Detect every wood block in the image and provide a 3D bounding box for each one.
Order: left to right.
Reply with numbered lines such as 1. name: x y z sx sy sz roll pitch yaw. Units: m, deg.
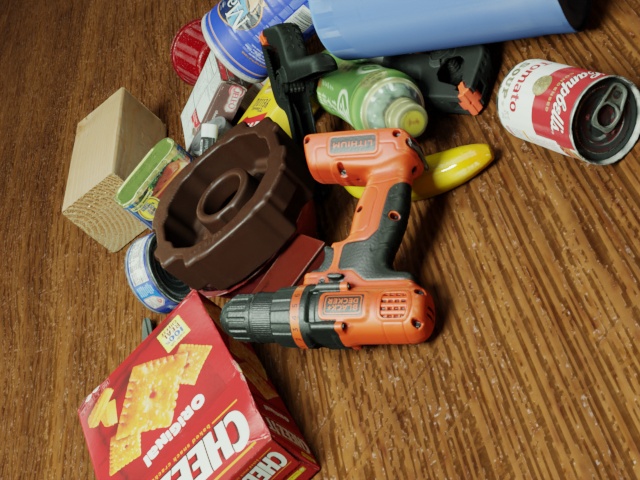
1. wood block: -0.261 -0.094 1.379 0.091 0.090 0.206 -36 32 20

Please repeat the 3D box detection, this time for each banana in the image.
1. banana: 0.072 -0.064 0.975 0.198 0.037 0.069 10 63 55

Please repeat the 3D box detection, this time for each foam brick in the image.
1. foam brick: -0.015 0.041 0.955 0.078 0.051 0.053 -53 30 -8

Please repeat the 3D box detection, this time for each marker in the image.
1. marker: -0.130 -0.071 1.206 0.020 0.020 0.121 3 87 53

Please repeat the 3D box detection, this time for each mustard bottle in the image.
1. mustard bottle: -0.068 -0.110 1.184 0.191 0.058 0.096 -56 30 -12

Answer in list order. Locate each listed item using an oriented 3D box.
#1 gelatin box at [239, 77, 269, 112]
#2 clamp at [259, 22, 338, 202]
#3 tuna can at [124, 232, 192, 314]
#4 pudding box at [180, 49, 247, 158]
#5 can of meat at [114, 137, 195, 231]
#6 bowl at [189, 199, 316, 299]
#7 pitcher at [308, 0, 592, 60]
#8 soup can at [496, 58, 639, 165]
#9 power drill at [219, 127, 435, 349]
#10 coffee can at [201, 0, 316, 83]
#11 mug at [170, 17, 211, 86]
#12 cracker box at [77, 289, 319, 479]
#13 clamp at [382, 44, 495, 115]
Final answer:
1. gelatin box: -0.077 -0.204 1.326 0.089 0.030 0.073 -49 29 2
2. clamp: -0.025 -0.150 1.089 0.036 0.165 0.210 -8 35 -15
3. tuna can: -0.162 0.032 1.118 0.034 0.086 0.086 -24 39 33
4. pudding box: -0.131 -0.167 1.302 0.114 0.039 0.090 -58 28 29
5. can of meat: -0.174 -0.056 1.232 0.102 0.083 0.058 -52 31 -6
6. bowl: -0.057 0.001 1.048 0.162 0.055 0.162 -32 34 25
7. pitcher: 0.120 -0.237 0.976 0.243 0.149 0.145 -5 58 31
8. soup can: 0.193 -0.103 0.837 0.068 0.068 0.102 -50 30 -3
9. power drill: 0.012 0.001 0.891 0.185 0.057 0.187 -2 65 22
10. coffee can: -0.053 -0.262 1.219 0.140 0.102 0.103 -37 32 29
11. mug: -0.126 -0.239 1.385 0.117 0.093 0.082 -19 28 -22
12. cracker box: -0.114 0.166 0.906 0.164 0.072 0.214 -45 37 7
13. clamp: 0.131 -0.180 1.031 0.120 0.039 0.171 -47 34 12
